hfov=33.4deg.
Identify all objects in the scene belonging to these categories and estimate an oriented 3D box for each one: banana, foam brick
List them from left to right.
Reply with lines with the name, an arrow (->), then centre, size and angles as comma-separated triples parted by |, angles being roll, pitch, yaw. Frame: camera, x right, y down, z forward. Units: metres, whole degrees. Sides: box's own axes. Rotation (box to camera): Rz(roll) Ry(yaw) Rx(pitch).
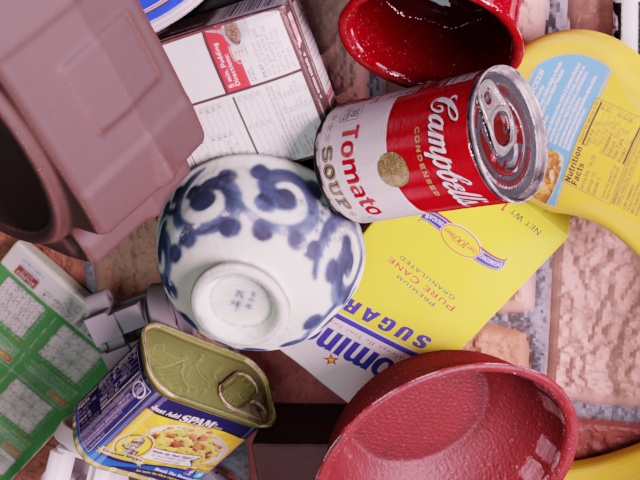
foam brick -> 0.000, 0.143, 0.704 | 0.078, 0.053, 0.051 | -2, 111, 16
banana -> 0.164, 0.144, 0.669 | 0.198, 0.037, 0.069 | -6, 112, 17

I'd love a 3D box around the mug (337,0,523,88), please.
mug -> 0.063, -0.138, 0.531 | 0.093, 0.081, 0.117 | 13, 158, 1

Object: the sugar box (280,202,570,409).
sugar box -> 0.058, 0.025, 0.644 | 0.093, 0.048, 0.176 | 37, 115, -2

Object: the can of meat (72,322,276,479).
can of meat -> -0.094, 0.109, 0.677 | 0.102, 0.057, 0.084 | 26, 121, -36

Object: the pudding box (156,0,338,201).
pudding box -> -0.052, -0.080, 0.595 | 0.114, 0.039, 0.090 | -14, 115, 19

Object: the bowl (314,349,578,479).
bowl -> 0.067, 0.118, 0.631 | 0.162, 0.055, 0.162 | -8, 126, -12

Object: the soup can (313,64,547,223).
soup can -> 0.055, -0.047, 0.549 | 0.102, 0.068, 0.068 | -7, 111, 41
